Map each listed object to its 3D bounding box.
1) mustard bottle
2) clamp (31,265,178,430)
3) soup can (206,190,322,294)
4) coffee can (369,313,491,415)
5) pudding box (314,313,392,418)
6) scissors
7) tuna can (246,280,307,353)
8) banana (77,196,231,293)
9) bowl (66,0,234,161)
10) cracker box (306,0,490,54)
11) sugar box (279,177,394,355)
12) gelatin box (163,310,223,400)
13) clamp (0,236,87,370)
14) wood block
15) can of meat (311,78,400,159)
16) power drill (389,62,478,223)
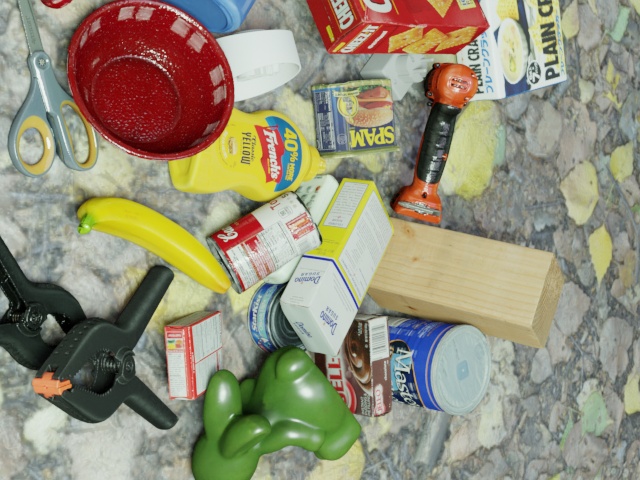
[{"bbox_3d":[-0.068,-0.090,1.118,0.191,0.058,0.096,6,83,-44],"label":"mustard bottle"},{"bbox_3d":[-0.189,0.124,0.990,0.209,0.036,0.164,-28,115,-65],"label":"clamp"},{"bbox_3d":[-0.057,0.001,1.101,0.102,0.069,0.068,-30,115,-11],"label":"soup can"},{"bbox_3d":[0.113,0.143,1.248,0.102,0.141,0.103,-3,95,-44],"label":"coffee can"},{"bbox_3d":[0.036,0.138,1.209,0.039,0.090,0.113,-5,96,-45],"label":"pudding box"},{"bbox_3d":[-0.264,-0.144,0.955,0.096,0.016,0.201,-41,119,-34],"label":"scissors"},{"bbox_3d":[-0.038,0.084,1.174,0.085,0.034,0.086,-3,95,-44],"label":"tuna can"},{"bbox_3d":[-0.166,0.000,1.030,0.197,0.037,0.069,25,39,-45],"label":"banana"},{"bbox_3d":[-0.164,-0.143,1.002,0.161,0.055,0.162,8,71,-25],"label":"bowl"},{"bbox_3d":[0.074,-0.293,1.189,0.213,0.072,0.164,-8,71,-44],"label":"cracker box"},{"bbox_3d":[0.020,0.027,1.166,0.176,0.048,0.093,-60,143,-29],"label":"sugar box"},{"bbox_3d":[-0.126,0.113,1.070,0.089,0.030,0.073,-26,114,-74],"label":"gelatin box"},{"bbox_3d":[-0.271,0.075,0.946,0.171,0.039,0.120,44,66,-37],"label":"clamp"},{"bbox_3d":[0.164,0.048,1.232,0.090,0.206,0.090,-69,154,-15],"label":"wood block"},{"bbox_3d":[0.039,-0.139,1.217,0.101,0.058,0.084,-11,98,-39],"label":"can of meat"},{"bbox_3d":[0.132,-0.120,1.268,0.057,0.184,0.188,13,97,-1],"label":"power drill"}]
